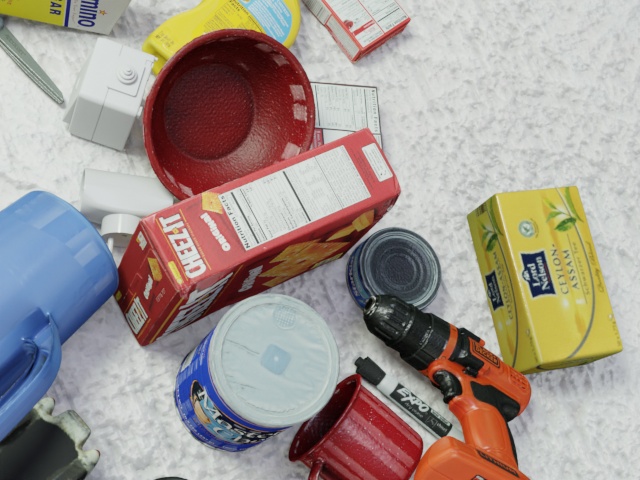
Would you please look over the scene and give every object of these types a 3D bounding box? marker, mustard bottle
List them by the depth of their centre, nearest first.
[{"bbox_3d":[0.080,0.146,0.969,0.121,0.020,0.020,39,63,-3],"label":"marker"},{"bbox_3d":[-0.075,-0.207,1.016,0.096,0.058,0.191,47,63,-10],"label":"mustard bottle"}]

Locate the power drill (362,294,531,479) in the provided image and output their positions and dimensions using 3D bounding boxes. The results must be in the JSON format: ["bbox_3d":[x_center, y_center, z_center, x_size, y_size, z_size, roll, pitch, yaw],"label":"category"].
[{"bbox_3d":[0.114,0.140,0.909,0.184,0.057,0.187,31,30,-18],"label":"power drill"}]

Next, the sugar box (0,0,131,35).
[{"bbox_3d":[-0.253,-0.233,0.927,0.176,0.093,0.048,9,66,-26],"label":"sugar box"}]

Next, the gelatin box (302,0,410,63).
[{"bbox_3d":[0.036,-0.234,1.083,0.073,0.030,0.089,-37,87,-28],"label":"gelatin box"}]

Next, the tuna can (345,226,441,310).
[{"bbox_3d":[0.069,0.031,0.998,0.086,0.034,0.086,6,70,-18],"label":"tuna can"}]

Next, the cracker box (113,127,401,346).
[{"bbox_3d":[-0.056,0.001,0.891,0.213,0.164,0.072,-25,79,-26],"label":"cracker box"}]

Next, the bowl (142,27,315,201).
[{"bbox_3d":[-0.087,-0.108,0.939,0.161,0.055,0.162,-9,109,-26],"label":"bowl"}]

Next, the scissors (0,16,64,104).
[{"bbox_3d":[-0.292,-0.214,0.965,0.201,0.016,0.096,35,64,-6],"label":"scissors"}]

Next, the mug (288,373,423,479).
[{"bbox_3d":[0.029,0.181,0.896,0.081,0.093,0.117,41,42,-8],"label":"mug"}]

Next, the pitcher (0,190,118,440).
[{"bbox_3d":[-0.265,0.074,0.807,0.149,0.145,0.242,47,60,-2],"label":"pitcher"}]

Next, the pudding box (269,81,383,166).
[{"bbox_3d":[0.002,-0.105,1.020,0.113,0.039,0.090,3,71,-21],"label":"pudding box"}]

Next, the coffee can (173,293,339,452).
[{"bbox_3d":[-0.055,0.111,0.865,0.102,0.140,0.103,6,69,-18],"label":"coffee can"}]
